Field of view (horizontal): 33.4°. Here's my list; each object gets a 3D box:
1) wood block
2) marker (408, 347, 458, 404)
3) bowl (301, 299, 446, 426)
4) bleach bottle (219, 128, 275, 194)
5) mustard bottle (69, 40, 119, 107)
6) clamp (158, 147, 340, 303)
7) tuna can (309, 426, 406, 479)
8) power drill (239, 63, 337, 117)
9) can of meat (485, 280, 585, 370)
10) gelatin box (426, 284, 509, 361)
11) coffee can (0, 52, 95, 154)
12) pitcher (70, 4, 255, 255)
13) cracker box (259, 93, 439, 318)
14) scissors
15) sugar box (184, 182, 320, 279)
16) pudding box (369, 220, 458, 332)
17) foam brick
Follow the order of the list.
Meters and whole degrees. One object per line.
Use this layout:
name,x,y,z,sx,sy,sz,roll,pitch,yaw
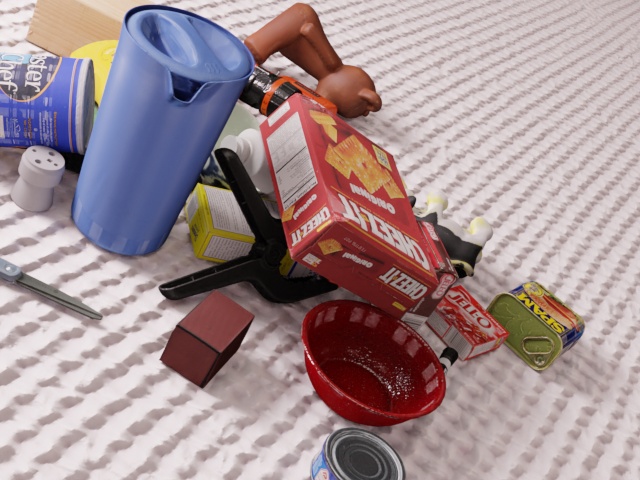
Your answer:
wood block,-0.260,-0.265,1.380,0.206,0.091,0.090,26,33,-4
marker,0.124,0.148,1.159,0.020,0.020,0.121,34,33,9
bowl,0.044,0.135,1.084,0.162,0.055,0.162,20,33,-14
bleach bottle,-0.024,-0.088,1.273,0.250,0.068,0.103,15,40,-48
mustard bottle,-0.218,-0.172,1.257,0.096,0.058,0.192,-11,39,-32
clamp,-0.057,0.001,1.132,0.209,0.164,0.036,16,3,-34
tuna can,0.035,0.214,0.986,0.086,0.034,0.086,20,33,-14
power drill,-0.043,-0.181,1.386,0.184,0.057,0.187,34,7,17
can of meat,0.262,0.100,1.297,0.102,0.058,0.083,43,32,20
gelatin box,0.166,0.095,1.255,0.073,0.030,0.089,-11,49,-45
coffee can,-0.315,-0.147,1.128,0.140,0.103,0.103,4,36,-6
pitcher,-0.170,-0.112,1.091,0.145,0.243,0.149,41,34,19
cracker box,0.030,-0.041,1.143,0.164,0.072,0.214,30,30,-36
scissors,-0.309,0.034,0.996,0.202,0.016,0.096,35,34,10
sugar box,-0.061,-0.006,1.212,0.176,0.048,0.093,15,34,-26
pudding box,0.099,0.046,1.195,0.039,0.114,0.090,16,34,-29
foam brick,-0.108,0.093,1.029,0.051,0.053,0.078,33,32,7
